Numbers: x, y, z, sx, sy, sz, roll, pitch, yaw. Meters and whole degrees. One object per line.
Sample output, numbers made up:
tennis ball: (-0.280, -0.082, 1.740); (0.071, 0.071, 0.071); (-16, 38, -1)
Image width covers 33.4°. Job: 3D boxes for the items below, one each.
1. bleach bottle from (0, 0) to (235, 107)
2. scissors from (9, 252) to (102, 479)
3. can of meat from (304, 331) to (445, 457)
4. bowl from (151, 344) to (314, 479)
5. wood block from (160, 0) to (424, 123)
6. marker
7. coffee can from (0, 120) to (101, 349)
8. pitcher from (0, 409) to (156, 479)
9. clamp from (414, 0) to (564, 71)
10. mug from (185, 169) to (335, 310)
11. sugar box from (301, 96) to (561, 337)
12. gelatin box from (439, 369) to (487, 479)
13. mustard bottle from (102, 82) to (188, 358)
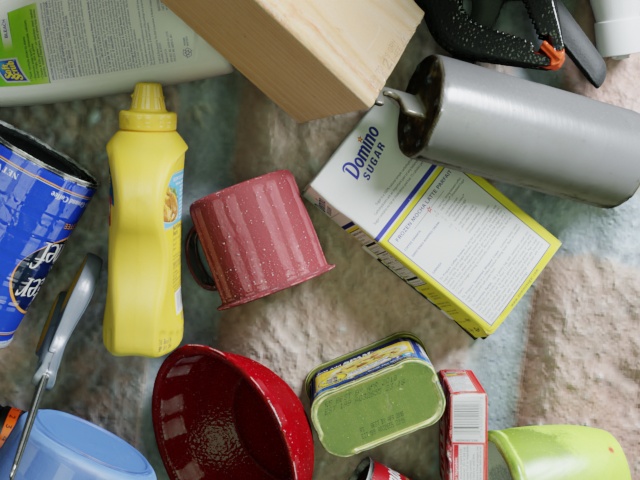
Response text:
bleach bottle: (-0.192, -0.153, 0.783); (0.251, 0.068, 0.102); (-7, 96, 2)
scissors: (-0.181, 0.073, 0.737); (0.016, 0.202, 0.096); (27, 105, -17)
can of meat: (0.040, 0.116, 0.802); (0.102, 0.084, 0.057); (-22, 96, 1)
bowl: (-0.056, 0.147, 0.794); (0.055, 0.162, 0.162); (-18, 98, -43)
wood block: (-0.042, -0.180, 0.709); (0.206, 0.091, 0.090); (40, 68, -27)
marker: (0.083, 0.036, 0.826); (0.121, 0.020, 0.020); (39, 94, -4)
coffee can: (-0.239, -0.006, 0.777); (0.103, 0.103, 0.140); (31, 95, -4)
pitcher: (-0.207, 0.252, 0.753); (0.145, 0.149, 0.243); (28, 89, 20)
clamp: (0.088, -0.191, 0.769); (0.165, 0.036, 0.210); (-40, 81, 14)
mug: (-0.055, 0.001, 0.794); (0.117, 0.093, 0.081); (-19, 92, 38)
sugar box: (0.082, -0.016, 0.800); (0.176, 0.048, 0.093); (40, 78, -2)
gelatin box: (0.107, 0.149, 0.812); (0.030, 0.073, 0.089); (-1, 97, 0)
mustard bottle: (-0.126, -0.018, 0.773); (0.058, 0.096, 0.192); (3, 100, 0)
